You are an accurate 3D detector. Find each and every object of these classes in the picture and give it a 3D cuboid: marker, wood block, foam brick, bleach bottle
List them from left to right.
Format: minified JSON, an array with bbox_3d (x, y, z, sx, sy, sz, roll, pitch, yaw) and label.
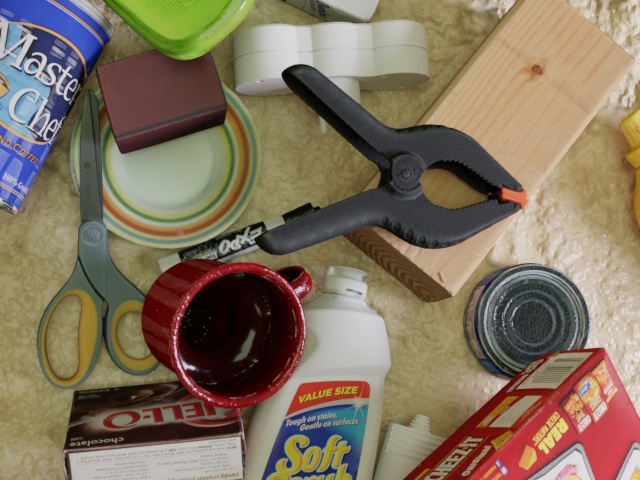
[{"bbox_3d":[-0.107,-0.096,0.716,0.078,0.053,0.051,-18,86,-10],"label":"foam brick"},{"bbox_3d":[-0.055,0.001,0.751,0.121,0.020,0.020,-21,87,-9],"label":"marker"},{"bbox_3d":[-0.013,0.140,0.721,0.102,0.068,0.251,12,81,-8],"label":"bleach bottle"},{"bbox_3d":[0.111,-0.065,0.743,0.091,0.090,0.206,40,81,-1],"label":"wood block"}]

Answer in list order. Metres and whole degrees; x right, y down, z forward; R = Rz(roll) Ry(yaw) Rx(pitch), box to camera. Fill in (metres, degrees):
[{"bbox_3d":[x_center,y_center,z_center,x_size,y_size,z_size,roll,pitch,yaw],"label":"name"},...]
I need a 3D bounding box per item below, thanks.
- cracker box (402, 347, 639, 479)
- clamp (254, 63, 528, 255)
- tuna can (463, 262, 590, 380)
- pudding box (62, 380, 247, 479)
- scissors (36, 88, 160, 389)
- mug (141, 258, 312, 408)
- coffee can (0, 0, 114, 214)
[{"bbox_3d":[0.160,0.202,0.687,0.163,0.072,0.213,-35,101,-35],"label":"cracker box"},{"bbox_3d":[0.044,-0.048,0.668,0.171,0.039,0.120,2,87,-12],"label":"clamp"},{"bbox_3d":[0.148,0.059,0.763,0.086,0.034,0.086,1,84,-7],"label":"tuna can"},{"bbox_3d":[-0.106,0.126,0.694,0.113,0.090,0.039,-7,106,-7],"label":"pudding box"},{"bbox_3d":[-0.137,0.007,0.724,0.096,0.016,0.202,15,94,-13],"label":"scissors"},{"bbox_3d":[-0.059,0.049,0.705,0.117,0.082,0.093,-34,110,-20],"label":"mug"},{"bbox_3d":[-0.213,-0.102,0.699,0.103,0.103,0.140,27,82,-4],"label":"coffee can"}]
